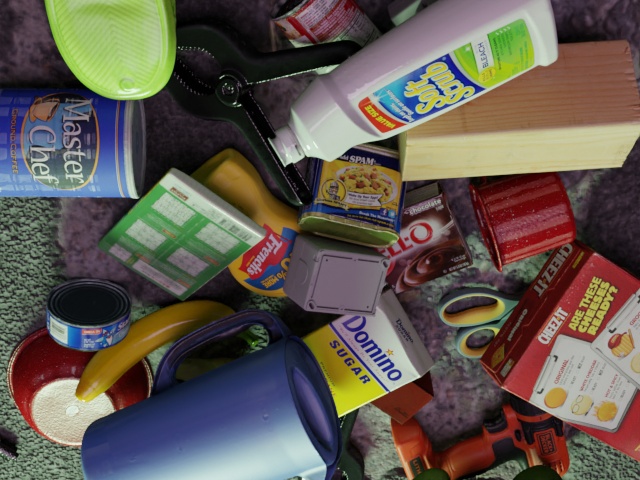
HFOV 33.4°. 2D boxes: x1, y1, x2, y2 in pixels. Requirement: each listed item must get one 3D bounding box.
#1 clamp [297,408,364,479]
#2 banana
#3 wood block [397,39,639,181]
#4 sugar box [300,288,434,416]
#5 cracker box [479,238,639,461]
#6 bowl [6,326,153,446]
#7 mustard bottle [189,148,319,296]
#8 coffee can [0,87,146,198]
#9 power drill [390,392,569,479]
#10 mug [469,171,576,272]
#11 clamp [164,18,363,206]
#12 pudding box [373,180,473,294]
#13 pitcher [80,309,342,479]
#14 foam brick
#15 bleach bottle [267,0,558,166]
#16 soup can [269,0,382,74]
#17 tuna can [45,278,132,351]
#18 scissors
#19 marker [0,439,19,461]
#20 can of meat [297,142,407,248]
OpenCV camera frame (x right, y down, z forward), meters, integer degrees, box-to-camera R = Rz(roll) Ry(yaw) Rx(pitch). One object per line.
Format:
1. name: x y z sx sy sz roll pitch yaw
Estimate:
1. clamp: -0.005 0.241 1.216 0.120 0.039 0.171 -5 119 5
2. banana: -0.167 0.106 1.114 0.197 0.070 0.037 -19 149 -5
3. wood block: 0.175 -0.118 0.972 0.206 0.091 0.090 -3 159 0
4. sugar box: 0.021 0.130 1.108 0.176 0.048 0.093 -33 86 33
5. cracker box: 0.297 0.115 1.107 0.213 0.072 0.164 29 99 -23
6. bowl: -0.264 0.170 1.159 0.162 0.055 0.162 -1 119 -2
7. mustard bottle: -0.057 0.002 1.069 0.096 0.058 0.191 -38 114 19
8. coffee can: -0.237 -0.090 0.985 0.140 0.103 0.103 0 119 -2
9. power drill: 0.177 0.211 1.194 0.188 0.057 0.184 -16 119 7
10. mug: 0.195 -0.036 1.047 0.081 0.093 0.117 -19 82 3
11. clamp: -0.072 -0.130 0.962 0.210 0.036 0.165 21 119 15
12. pudding box: 0.086 0.001 1.083 0.113 0.039 0.090 -22 118 11
13. pitcher: -0.112 0.183 1.057 0.243 0.149 0.145 -21 124 13
14. foam brick: 0.077 0.151 1.160 0.078 0.051 0.053 38 113 -20
15. bleach bottle: 0.073 -0.133 0.891 0.251 0.068 0.102 -31 146 -1
16. soup can: 0.013 -0.185 0.960 0.069 0.068 0.102 -36 115 17
17. tuna can: -0.236 0.075 1.089 0.086 0.086 0.034 6 120 -5
18. scissors: 0.226 0.082 1.147 0.201 0.016 0.096 -3 121 0
19. marker: -0.391 0.213 1.199 0.121 0.020 0.020 39 111 -20
20. can of meat: 0.032 -0.046 1.021 0.102 0.084 0.057 12 161 -9
